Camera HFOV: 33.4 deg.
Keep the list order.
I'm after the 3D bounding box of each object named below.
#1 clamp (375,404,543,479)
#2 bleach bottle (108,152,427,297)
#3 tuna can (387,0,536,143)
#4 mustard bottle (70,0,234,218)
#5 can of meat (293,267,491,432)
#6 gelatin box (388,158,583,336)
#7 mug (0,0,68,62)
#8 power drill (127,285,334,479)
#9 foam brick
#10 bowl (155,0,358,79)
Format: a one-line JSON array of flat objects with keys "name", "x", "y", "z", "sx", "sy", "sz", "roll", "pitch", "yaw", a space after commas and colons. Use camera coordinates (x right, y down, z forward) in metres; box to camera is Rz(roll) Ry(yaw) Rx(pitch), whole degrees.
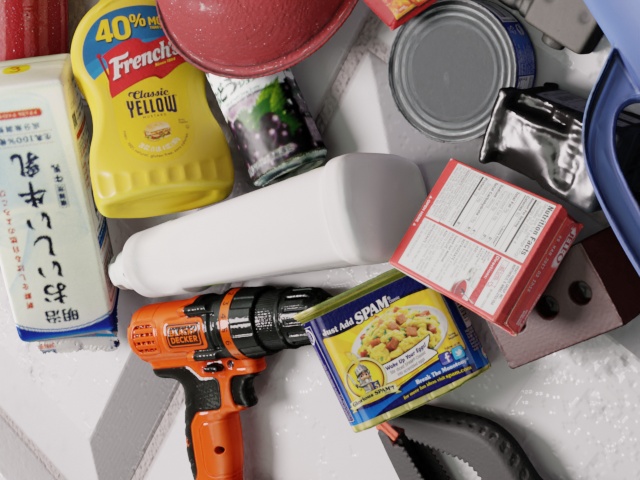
[{"name": "clamp", "x": 0.125, "y": 0.170, "z": 0.670, "sx": 0.210, "sy": 0.036, "sz": 0.165, "roll": 45, "pitch": 126, "yaw": 19}, {"name": "bleach bottle", "x": -0.055, "y": 0.001, "z": 0.721, "sx": 0.251, "sy": 0.102, "sz": 0.068, "roll": -13, "pitch": 86, "yaw": 36}, {"name": "tuna can", "x": 0.085, "y": -0.103, "z": 0.643, "sx": 0.086, "sy": 0.033, "sz": 0.086, "roll": 8, "pitch": 105, "yaw": 34}, {"name": "mustard bottle", "x": -0.123, "y": -0.115, "z": 0.749, "sx": 0.058, "sy": 0.096, "sz": 0.191, "roll": 111, "pitch": 148, "yaw": -71}, {"name": "can of meat", "x": 0.047, "y": 0.063, "z": 0.676, "sx": 0.102, "sy": 0.057, "sz": 0.084, "roll": -26, "pitch": 87, "yaw": 8}, {"name": "gelatin box", "x": 0.093, "y": 0.002, "z": 0.605, "sx": 0.089, "sy": 0.030, "sz": 0.073, "roll": 30, "pitch": 89, "yaw": 44}, {"name": "mug", "x": -0.247, "y": -0.162, "z": 0.831, "sx": 0.117, "sy": 0.093, "sz": 0.081, "roll": 15, "pitch": 113, "yaw": 25}, {"name": "power drill", "x": -0.051, "y": 0.126, "z": 0.777, "sx": 0.185, "sy": 0.057, "sz": 0.187, "roll": -9, "pitch": 93, "yaw": 36}, {"name": "foam brick", "x": 0.141, "y": 0.033, "z": 0.622, "sx": 0.078, "sy": 0.051, "sz": 0.053, "roll": -30, "pitch": 83, "yaw": 35}, {"name": "bowl", "x": -0.050, "y": -0.187, "z": 0.672, "sx": 0.162, "sy": 0.055, "sz": 0.162, "roll": -6, "pitch": 76, "yaw": 24}]
